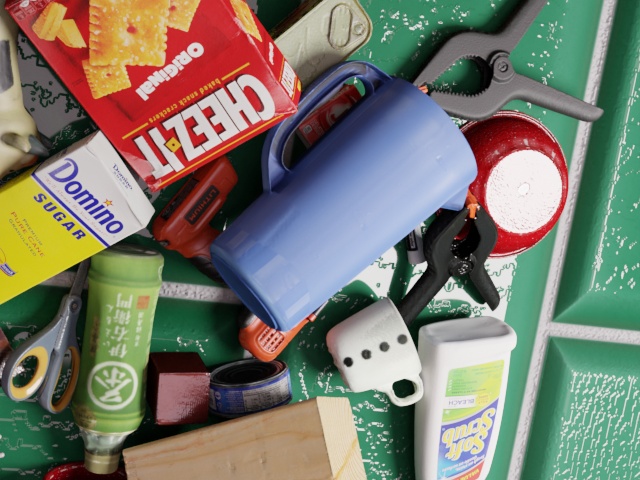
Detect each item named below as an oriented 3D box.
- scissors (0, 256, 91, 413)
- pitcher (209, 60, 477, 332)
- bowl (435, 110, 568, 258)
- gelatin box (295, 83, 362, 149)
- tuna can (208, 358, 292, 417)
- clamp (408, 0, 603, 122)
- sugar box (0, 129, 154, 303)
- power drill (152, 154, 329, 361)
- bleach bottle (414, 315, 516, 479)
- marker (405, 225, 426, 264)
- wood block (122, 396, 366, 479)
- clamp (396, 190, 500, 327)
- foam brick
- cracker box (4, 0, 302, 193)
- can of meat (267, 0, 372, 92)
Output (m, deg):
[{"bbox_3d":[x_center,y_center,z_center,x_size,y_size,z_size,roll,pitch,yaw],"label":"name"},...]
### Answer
[{"bbox_3d":[-0.253,0.070,1.013,0.096,0.016,0.202,-3,105,-52],"label":"scissors"},{"bbox_3d":[0.012,-0.039,0.988,0.242,0.145,0.149,-42,67,-13],"label":"pitcher"},{"bbox_3d":[0.203,-0.055,1.128,0.162,0.055,0.162,-3,101,-17],"label":"bowl"},{"bbox_3d":[0.025,-0.102,1.077,0.073,0.030,0.089,-37,109,-8],"label":"gelatin box"},{"bbox_3d":[-0.072,0.146,1.067,0.086,0.086,0.034,-10,102,-15],"label":"tuna can"},{"bbox_3d":[0.190,-0.171,1.105,0.210,0.036,0.164,-25,96,-10],"label":"clamp"},{"bbox_3d":[-0.250,-0.018,0.967,0.176,0.048,0.093,-27,109,17],"label":"sugar box"},{"bbox_3d":[-0.057,0.001,1.058,0.187,0.057,0.184,43,81,-19],"label":"power drill"},{"bbox_3d":[0.152,0.211,1.153,0.102,0.068,0.251,-6,110,-17],"label":"bleach bottle"},{"bbox_3d":[0.093,-0.035,1.117,0.020,0.020,0.121,-14,104,-14],"label":"marker"},{"bbox_3d":[-0.072,0.218,1.017,0.206,0.090,0.090,-18,75,18],"label":"wood block"},{"bbox_3d":[0.150,0.022,1.108,0.120,0.039,0.172,-6,134,-25],"label":"clamp"},{"bbox_3d":[-0.140,0.144,1.050,0.051,0.078,0.053,2,100,-16],"label":"foam brick"},{"bbox_3d":[-0.141,-0.168,0.927,0.164,0.072,0.213,-27,116,18],"label":"cracker box"},{"bbox_3d":[-0.011,-0.190,1.020,0.102,0.084,0.057,-41,109,-6],"label":"can of meat"}]
